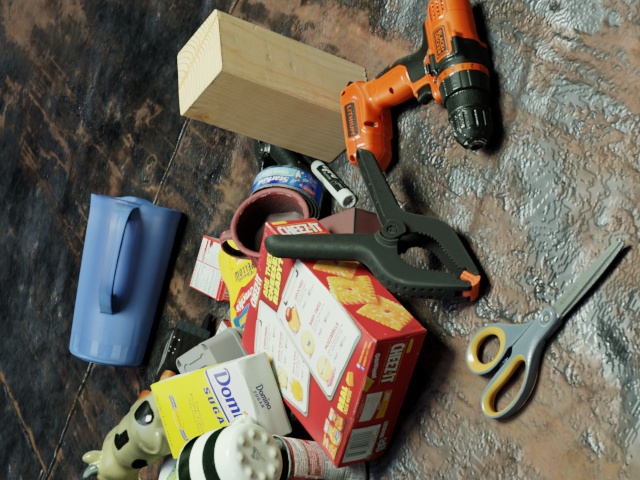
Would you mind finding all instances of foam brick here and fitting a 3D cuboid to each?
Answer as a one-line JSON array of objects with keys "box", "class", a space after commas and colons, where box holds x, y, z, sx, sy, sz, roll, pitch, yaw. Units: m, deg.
[{"box": [0.032, 0.002, 1.171, 0.078, 0.052, 0.051, -21, 61, 51], "class": "foam brick"}]

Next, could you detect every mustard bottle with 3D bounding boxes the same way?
[{"box": [-0.069, 0.071, 1.284, 0.096, 0.058, 0.191, -36, 49, 25], "class": "mustard bottle"}]

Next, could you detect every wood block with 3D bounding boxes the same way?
[{"box": [-0.051, -0.173, 1.222, 0.091, 0.205, 0.090, -39, 47, 42], "class": "wood block"}]

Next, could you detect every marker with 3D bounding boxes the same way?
[{"box": [0.008, -0.074, 1.265, 0.020, 0.020, 0.121, -62, 36, 18], "class": "marker"}]

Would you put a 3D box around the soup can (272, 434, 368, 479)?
[{"box": [-0.010, 0.239, 1.095, 0.069, 0.102, 0.068, -26, 57, 48], "class": "soup can"}]

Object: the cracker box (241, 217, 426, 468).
[{"box": [0.007, 0.100, 1.102, 0.214, 0.071, 0.164, 47, 133, 44], "class": "cracker box"}]

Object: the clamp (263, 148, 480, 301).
[{"box": [0.072, -0.008, 1.063, 0.210, 0.036, 0.164, 24, 57, 21], "class": "clamp"}]

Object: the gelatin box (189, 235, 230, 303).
[{"box": [-0.135, 0.038, 1.419, 0.089, 0.030, 0.073, 19, 95, 56], "class": "gelatin box"}]

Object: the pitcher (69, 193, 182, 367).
[{"box": [-0.290, 0.056, 1.542, 0.145, 0.149, 0.243, 12, 91, 45], "class": "pitcher"}]

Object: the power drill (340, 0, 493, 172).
[{"box": [0.103, -0.145, 1.126, 0.188, 0.057, 0.184, -33, 52, 43], "class": "power drill"}]

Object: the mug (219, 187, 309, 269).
[{"box": [-0.058, 0.002, 1.231, 0.117, 0.081, 0.093, -9, 56, 13], "class": "mug"}]

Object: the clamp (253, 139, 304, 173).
[{"box": [-0.063, -0.101, 1.360, 0.120, 0.039, 0.171, -53, 31, 33], "class": "clamp"}]

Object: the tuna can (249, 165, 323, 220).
[{"box": [-0.040, -0.051, 1.264, 0.086, 0.086, 0.033, -32, 36, 46], "class": "tuna can"}]

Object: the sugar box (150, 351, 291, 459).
[{"box": [-0.113, 0.184, 1.174, 0.177, 0.048, 0.093, -22, 86, 49], "class": "sugar box"}]

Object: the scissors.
[{"box": [0.190, 0.066, 0.952, 0.202, 0.016, 0.096, -64, 35, 16], "class": "scissors"}]
